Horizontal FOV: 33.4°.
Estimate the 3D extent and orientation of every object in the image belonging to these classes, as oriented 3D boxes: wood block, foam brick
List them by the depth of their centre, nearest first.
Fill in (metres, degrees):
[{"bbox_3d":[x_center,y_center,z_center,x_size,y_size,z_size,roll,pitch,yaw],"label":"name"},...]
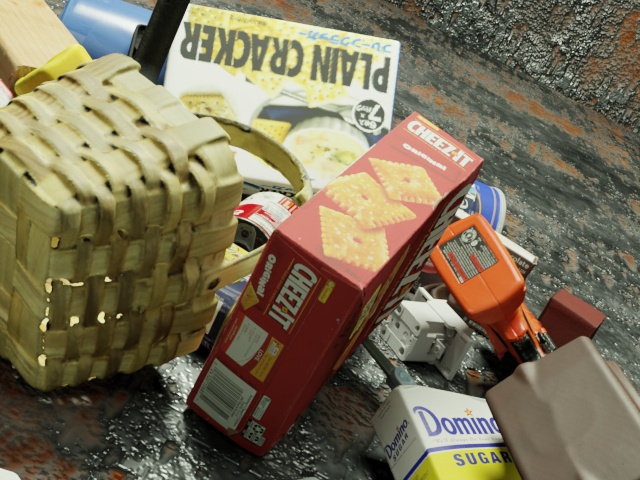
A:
[{"bbox_3d":[-0.275,-0.154,0.957,0.090,0.091,0.206,9,28,-40],"label":"wood block"},{"bbox_3d":[0.228,0.094,1.015,0.051,0.078,0.052,33,21,18],"label":"foam brick"}]

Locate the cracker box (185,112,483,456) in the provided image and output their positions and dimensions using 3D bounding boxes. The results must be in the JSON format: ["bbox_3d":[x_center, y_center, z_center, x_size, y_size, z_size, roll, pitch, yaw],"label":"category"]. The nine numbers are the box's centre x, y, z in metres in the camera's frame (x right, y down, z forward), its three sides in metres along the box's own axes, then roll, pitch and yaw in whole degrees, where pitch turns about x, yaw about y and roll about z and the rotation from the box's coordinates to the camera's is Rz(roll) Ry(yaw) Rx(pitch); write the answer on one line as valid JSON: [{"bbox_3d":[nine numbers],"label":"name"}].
[{"bbox_3d":[0.016,0.025,0.723,0.072,0.164,0.213,36,36,10],"label":"cracker box"}]

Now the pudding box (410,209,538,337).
[{"bbox_3d":[0.143,0.027,1.050,0.113,0.090,0.039,31,20,8],"label":"pudding box"}]

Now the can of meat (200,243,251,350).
[{"bbox_3d":[-0.082,0.035,0.799,0.084,0.057,0.102,31,21,13],"label":"can of meat"}]

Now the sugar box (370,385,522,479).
[{"bbox_3d":[0.104,0.172,0.688,0.093,0.048,0.176,15,34,-30],"label":"sugar box"}]

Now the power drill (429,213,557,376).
[{"bbox_3d":[0.164,0.079,0.896,0.187,0.057,0.184,55,5,-43],"label":"power drill"}]

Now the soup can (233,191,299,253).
[{"bbox_3d":[-0.056,0.001,0.895,0.068,0.069,0.102,30,20,5],"label":"soup can"}]

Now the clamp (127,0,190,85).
[{"bbox_3d":[-0.158,-0.134,0.924,0.036,0.165,0.210,20,66,-16],"label":"clamp"}]

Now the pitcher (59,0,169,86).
[{"bbox_3d":[-0.152,-0.170,1.103,0.242,0.145,0.149,21,-12,-9],"label":"pitcher"}]

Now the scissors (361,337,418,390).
[{"bbox_3d":[0.077,0.115,0.818,0.096,0.016,0.202,10,38,-44],"label":"scissors"}]
